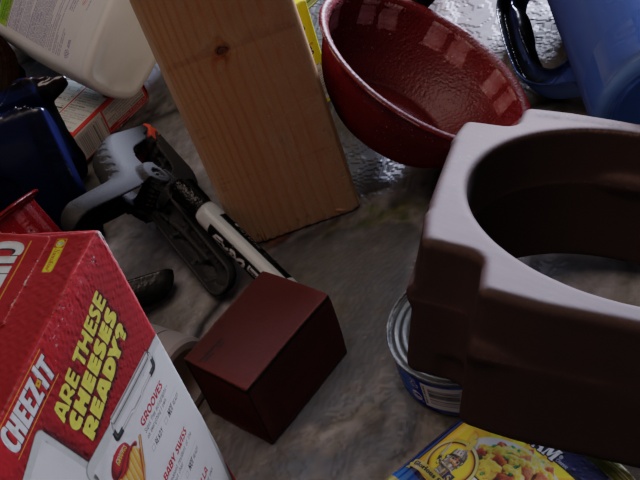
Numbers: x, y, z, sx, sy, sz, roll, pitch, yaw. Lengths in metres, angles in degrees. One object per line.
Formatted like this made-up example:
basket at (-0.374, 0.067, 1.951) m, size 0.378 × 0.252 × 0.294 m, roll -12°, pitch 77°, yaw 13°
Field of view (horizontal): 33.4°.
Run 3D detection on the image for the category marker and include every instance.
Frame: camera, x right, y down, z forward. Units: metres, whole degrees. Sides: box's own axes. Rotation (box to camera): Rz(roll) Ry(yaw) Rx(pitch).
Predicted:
marker at (-0.055, 0.001, 0.691) m, size 0.020 × 0.020 × 0.121 m, roll -39°, pitch 69°, yaw -18°

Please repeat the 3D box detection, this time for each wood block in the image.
wood block at (-0.048, -0.106, 0.691) m, size 0.091 × 0.206 × 0.090 m, roll -19°, pitch 43°, yaw 1°

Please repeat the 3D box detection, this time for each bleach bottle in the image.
bleach bottle at (-0.227, -0.204, 0.891) m, size 0.251 × 0.068 × 0.102 m, roll 32°, pitch 100°, yaw 39°

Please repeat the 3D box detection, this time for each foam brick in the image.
foam brick at (-0.031, 0.067, 0.626) m, size 0.053 × 0.051 × 0.078 m, roll 20°, pitch 57°, yaw 36°

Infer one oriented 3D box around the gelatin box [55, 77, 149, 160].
gelatin box at (-0.196, -0.106, 0.877) m, size 0.073 × 0.030 × 0.089 m, roll 16°, pitch 54°, yaw 34°

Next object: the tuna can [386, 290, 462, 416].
tuna can at (0.082, 0.057, 0.605) m, size 0.086 × 0.033 × 0.086 m, roll -11°, pitch 44°, yaw 11°

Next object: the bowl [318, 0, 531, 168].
bowl at (0.060, -0.099, 0.719) m, size 0.162 × 0.055 × 0.162 m, roll 20°, pitch 38°, yaw -17°

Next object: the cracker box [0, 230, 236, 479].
cracker box at (-0.116, 0.126, 0.481) m, size 0.072 × 0.213 × 0.164 m, roll -1°, pitch 47°, yaw 20°

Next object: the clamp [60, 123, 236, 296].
clamp at (-0.111, -0.026, 0.739) m, size 0.039 × 0.120 × 0.171 m, roll -49°, pitch 20°, yaw 23°

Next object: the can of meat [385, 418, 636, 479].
can of meat at (0.093, 0.127, 0.514) m, size 0.084 × 0.057 × 0.102 m, roll -36°, pitch 46°, yaw -14°
